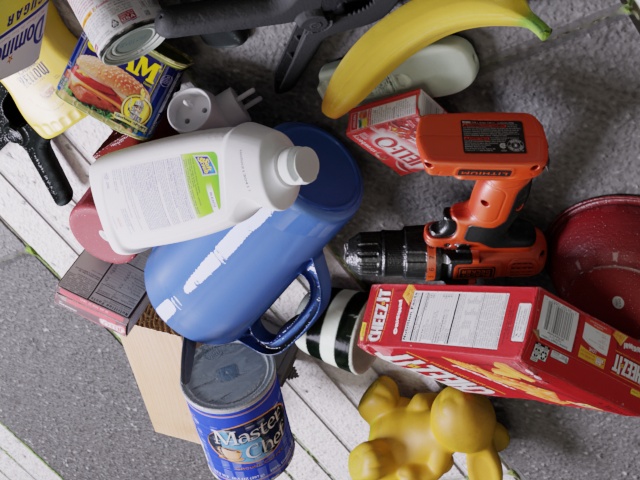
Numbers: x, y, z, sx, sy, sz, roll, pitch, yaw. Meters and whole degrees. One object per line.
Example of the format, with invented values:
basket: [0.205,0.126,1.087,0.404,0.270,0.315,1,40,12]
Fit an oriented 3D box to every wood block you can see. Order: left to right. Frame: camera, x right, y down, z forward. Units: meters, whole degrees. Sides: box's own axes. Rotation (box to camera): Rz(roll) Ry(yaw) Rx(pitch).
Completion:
wood block: [-0.162,0.141,1.265,0.091,0.090,0.206,10,137,20]

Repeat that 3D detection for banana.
banana: [0.080,-0.159,0.838,0.198,0.069,0.037,-19,153,29]

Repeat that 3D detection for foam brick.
foam brick: [-0.178,-0.094,1.062,0.078,0.053,0.051,-24,117,42]

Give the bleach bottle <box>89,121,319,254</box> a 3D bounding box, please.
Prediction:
bleach bottle: [-0.099,-0.045,0.932,0.251,0.067,0.102,-4,107,43]

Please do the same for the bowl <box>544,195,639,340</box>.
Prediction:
bowl: [0.271,0.038,0.945,0.162,0.055,0.162,16,137,15]

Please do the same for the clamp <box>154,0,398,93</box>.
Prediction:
clamp: [-0.005,-0.183,0.860,0.210,0.036,0.164,-19,159,25]

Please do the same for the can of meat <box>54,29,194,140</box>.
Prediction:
can of meat: [-0.181,-0.151,0.975,0.102,0.057,0.084,30,107,-1]

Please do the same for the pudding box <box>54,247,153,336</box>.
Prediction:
pudding box: [-0.227,0.041,1.180,0.090,0.113,0.039,26,140,4]

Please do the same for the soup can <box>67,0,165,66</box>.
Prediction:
soup can: [-0.179,-0.208,0.904,0.069,0.068,0.102,-37,80,47]

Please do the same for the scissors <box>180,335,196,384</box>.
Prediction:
scissors: [-0.121,0.087,1.128,0.016,0.202,0.096,-40,132,24]

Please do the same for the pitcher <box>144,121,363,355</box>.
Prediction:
pitcher: [-0.057,0.001,1.036,0.149,0.145,0.243,16,142,-27]

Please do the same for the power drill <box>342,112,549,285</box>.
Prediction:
power drill: [0.112,-0.029,0.915,0.184,0.057,0.188,-2,146,-1]

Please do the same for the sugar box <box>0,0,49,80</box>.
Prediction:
sugar box: [-0.264,-0.226,0.904,0.048,0.093,0.176,20,119,9]

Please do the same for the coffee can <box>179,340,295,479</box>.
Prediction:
coffee can: [-0.088,0.188,1.164,0.103,0.102,0.140,9,136,21]

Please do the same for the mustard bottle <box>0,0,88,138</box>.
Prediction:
mustard bottle: [-0.287,-0.194,1.013,0.096,0.058,0.191,-28,115,24]

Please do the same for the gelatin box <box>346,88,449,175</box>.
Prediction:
gelatin box: [0.077,-0.090,0.916,0.073,0.030,0.089,-11,152,35]

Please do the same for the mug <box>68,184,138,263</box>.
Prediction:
mug: [-0.215,-0.024,1.131,0.093,0.081,0.117,32,139,-5]

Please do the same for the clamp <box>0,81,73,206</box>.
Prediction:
clamp: [-0.324,-0.118,1.130,0.120,0.039,0.171,13,131,11]

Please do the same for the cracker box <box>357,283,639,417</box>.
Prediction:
cracker box: [0.164,0.098,0.970,0.164,0.072,0.214,26,163,-33]
